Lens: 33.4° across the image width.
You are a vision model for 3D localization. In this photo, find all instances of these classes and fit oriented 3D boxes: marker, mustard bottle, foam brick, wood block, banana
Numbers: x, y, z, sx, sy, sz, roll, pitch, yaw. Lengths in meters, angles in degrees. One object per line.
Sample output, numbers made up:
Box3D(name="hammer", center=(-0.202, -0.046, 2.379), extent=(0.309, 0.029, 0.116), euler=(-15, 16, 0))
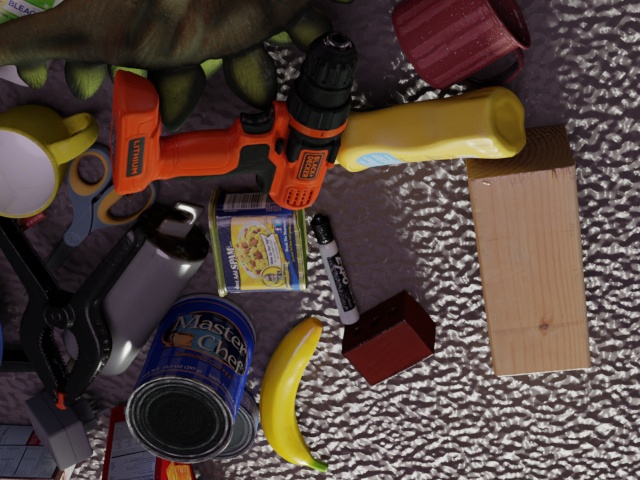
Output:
Box3D(name="marker", center=(0.014, 0.028, 1.035), extent=(0.020, 0.020, 0.121), euler=(-11, 118, 13))
Box3D(name="mustard bottle", center=(0.071, -0.091, 0.912), extent=(0.192, 0.096, 0.058), euler=(-4, 92, 29))
Box3D(name="foam brick", center=(0.067, 0.096, 1.049), extent=(0.078, 0.053, 0.051), euler=(-32, 112, 22))
Box3D(name="wood block", center=(0.188, 0.011, 0.964), extent=(0.091, 0.090, 0.206), euler=(-7, 119, 9))
Box3D(name="banana", center=(-0.030, 0.163, 1.112), extent=(0.069, 0.037, 0.198), euler=(-8, 121, -9))

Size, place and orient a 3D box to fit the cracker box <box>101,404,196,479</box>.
Box3D(name="cracker box", center=(-0.170, 0.291, 1.097), extent=(0.072, 0.214, 0.164), euler=(-12, 117, 0))

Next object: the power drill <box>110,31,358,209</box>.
Box3D(name="power drill", center=(-0.071, -0.094, 0.854), extent=(0.187, 0.057, 0.185), euler=(1, 140, -15))

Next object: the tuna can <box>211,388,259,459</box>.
Box3D(name="tuna can", center=(-0.109, 0.190, 1.136), extent=(0.086, 0.033, 0.086), euler=(3, 120, 5))

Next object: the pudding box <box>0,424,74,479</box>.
Box3D(name="pudding box", center=(-0.328, 0.242, 1.161), extent=(0.113, 0.090, 0.039), euler=(0, 119, 6))

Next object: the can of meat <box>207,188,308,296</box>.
Box3D(name="can of meat", center=(-0.057, 0.001, 1.008), extent=(0.084, 0.057, 0.102), euler=(-2, 120, 5))

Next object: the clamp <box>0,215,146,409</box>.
Box3D(name="clamp", center=(-0.250, 0.058, 1.006), extent=(0.165, 0.036, 0.210), euler=(17, 114, 13))

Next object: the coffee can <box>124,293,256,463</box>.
Box3D(name="coffee can", center=(-0.123, 0.132, 1.042), extent=(0.103, 0.140, 0.103), euler=(3, 120, 5))

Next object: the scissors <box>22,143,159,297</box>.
Box3D(name="scissors", center=(-0.247, -0.023, 1.041), extent=(0.202, 0.016, 0.096), euler=(-29, 111, 21))

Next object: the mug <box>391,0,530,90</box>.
Box3D(name="mug", center=(0.119, -0.169, 0.873), extent=(0.082, 0.093, 0.117), euler=(-29, 127, 26))
